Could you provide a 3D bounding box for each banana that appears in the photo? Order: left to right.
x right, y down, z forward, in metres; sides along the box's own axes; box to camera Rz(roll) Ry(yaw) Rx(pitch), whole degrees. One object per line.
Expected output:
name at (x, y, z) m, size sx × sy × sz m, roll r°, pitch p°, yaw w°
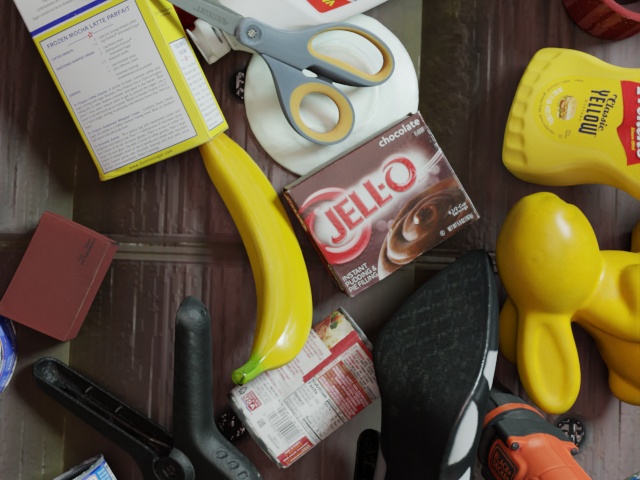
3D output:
banana at (-0.042, 0.008, 0.743) m, size 0.037 × 0.069 × 0.198 m, roll -31°, pitch 58°, yaw 32°

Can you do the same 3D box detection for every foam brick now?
foam brick at (-0.182, 0.025, 0.748) m, size 0.053 × 0.051 × 0.078 m, roll 26°, pitch 86°, yaw -3°

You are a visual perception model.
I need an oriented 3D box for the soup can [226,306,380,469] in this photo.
soup can at (-0.006, 0.104, 0.747) m, size 0.102 × 0.068 × 0.068 m, roll -37°, pitch 90°, yaw -4°

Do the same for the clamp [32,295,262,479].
clamp at (-0.090, 0.140, 0.724) m, size 0.165 × 0.036 × 0.210 m, roll -31°, pitch 97°, yaw 36°

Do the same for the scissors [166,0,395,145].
scissors at (-0.045, -0.121, 0.726) m, size 0.201 × 0.016 × 0.096 m, roll 7°, pitch 106°, yaw -21°

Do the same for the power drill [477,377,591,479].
power drill at (0.115, 0.201, 0.719) m, size 0.057 × 0.184 × 0.188 m, roll 8°, pitch 106°, yaw -14°

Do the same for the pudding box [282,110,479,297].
pudding box at (0.042, -0.027, 0.764) m, size 0.113 × 0.039 × 0.090 m, roll -32°, pitch 101°, yaw -5°

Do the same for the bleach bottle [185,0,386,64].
bleach bottle at (0.020, -0.201, 0.756) m, size 0.251 × 0.068 × 0.102 m, roll -34°, pitch 126°, yaw -1°

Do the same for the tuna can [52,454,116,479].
tuna can at (-0.177, 0.183, 0.723) m, size 0.086 × 0.086 × 0.034 m, roll -31°, pitch 91°, yaw -5°

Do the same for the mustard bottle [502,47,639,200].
mustard bottle at (0.225, -0.073, 0.726) m, size 0.192 × 0.058 × 0.096 m, roll 15°, pitch 81°, yaw 34°

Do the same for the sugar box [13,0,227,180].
sugar box at (-0.143, -0.137, 0.728) m, size 0.093 × 0.048 × 0.176 m, roll -19°, pitch 101°, yaw 20°
